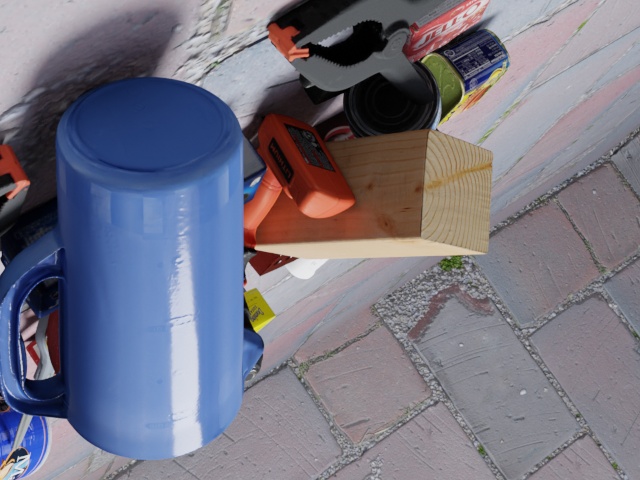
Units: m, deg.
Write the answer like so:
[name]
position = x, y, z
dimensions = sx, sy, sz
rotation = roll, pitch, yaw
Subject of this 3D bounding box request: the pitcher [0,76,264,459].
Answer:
[pitcher]
position = -0.119, 0.023, 0.688
dimensions = 0.149, 0.145, 0.243
rotation = -56, 160, -44

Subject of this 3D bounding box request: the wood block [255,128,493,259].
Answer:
[wood block]
position = 0.036, -0.035, 0.923
dimensions = 0.207, 0.090, 0.090
rotation = -3, 169, 44

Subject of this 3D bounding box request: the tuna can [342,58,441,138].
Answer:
[tuna can]
position = 0.063, -0.120, 0.935
dimensions = 0.086, 0.086, 0.033
rotation = -35, 170, 3

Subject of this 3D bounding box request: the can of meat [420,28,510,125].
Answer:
[can of meat]
position = 0.133, -0.160, 1.078
dimensions = 0.083, 0.057, 0.102
rotation = -32, 172, -34

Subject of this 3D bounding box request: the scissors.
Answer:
[scissors]
position = -0.254, 0.114, 1.037
dimensions = 0.096, 0.016, 0.202
rotation = -41, 158, -49

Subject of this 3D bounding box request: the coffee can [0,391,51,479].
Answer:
[coffee can]
position = -0.355, 0.208, 1.086
dimensions = 0.103, 0.103, 0.140
rotation = -37, 170, 16

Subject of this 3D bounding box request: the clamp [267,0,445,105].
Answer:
[clamp]
position = 0.052, -0.163, 0.778
dimensions = 0.209, 0.036, 0.165
rotation = -11, 141, -46

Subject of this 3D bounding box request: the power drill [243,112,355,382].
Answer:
[power drill]
position = -0.056, 0.001, 0.898
dimensions = 0.057, 0.184, 0.188
rotation = 12, 131, -47

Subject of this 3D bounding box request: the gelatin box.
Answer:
[gelatin box]
position = 0.101, -0.188, 0.890
dimensions = 0.089, 0.030, 0.073
rotation = -33, 171, -13
